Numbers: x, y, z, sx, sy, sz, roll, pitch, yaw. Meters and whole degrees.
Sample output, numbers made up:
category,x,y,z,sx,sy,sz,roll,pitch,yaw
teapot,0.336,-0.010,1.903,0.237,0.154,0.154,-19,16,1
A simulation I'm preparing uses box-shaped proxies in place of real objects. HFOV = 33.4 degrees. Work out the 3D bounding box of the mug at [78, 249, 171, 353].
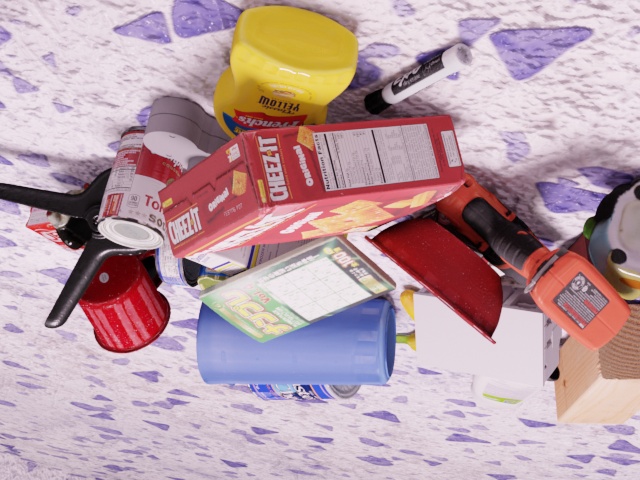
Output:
category,x,y,z,sx,sy,sz,roll,pitch,yaw
mug,-0.215,0.057,1.188,0.093,0.117,0.081,27,152,34

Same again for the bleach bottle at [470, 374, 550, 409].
category,x,y,z,sx,sy,sz,roll,pitch,yaw
bleach bottle,0.248,0.188,1.465,0.102,0.068,0.251,14,160,2

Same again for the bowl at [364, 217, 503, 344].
category,x,y,z,sx,sy,sz,roll,pitch,yaw
bowl,0.120,0.028,1.019,0.162,0.055,0.162,40,-179,-1

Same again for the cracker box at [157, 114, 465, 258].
category,x,y,z,sx,sy,sz,roll,pitch,yaw
cracker box,-0.007,-0.044,0.922,0.213,0.072,0.164,-9,170,-34

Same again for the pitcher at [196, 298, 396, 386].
category,x,y,z,sx,sy,sz,roll,pitch,yaw
pitcher,-0.030,0.115,1.356,0.243,0.145,0.149,1,167,12

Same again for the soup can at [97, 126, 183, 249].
category,x,y,z,sx,sy,sz,roll,pitch,yaw
soup can,-0.174,-0.051,1.047,0.068,0.102,0.068,9,157,4

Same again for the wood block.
category,x,y,z,sx,sy,sz,roll,pitch,yaw
wood block,0.350,0.153,1.289,0.090,0.091,0.206,1,157,-2

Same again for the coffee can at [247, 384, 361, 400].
category,x,y,z,sx,sy,sz,roll,pitch,yaw
coffee can,-0.023,0.172,1.492,0.141,0.103,0.102,-7,151,36

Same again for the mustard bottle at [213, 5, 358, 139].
category,x,y,z,sx,sy,sz,roll,pitch,yaw
mustard bottle,-0.039,-0.119,0.887,0.096,0.058,0.192,10,158,-12

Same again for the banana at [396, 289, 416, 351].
category,x,y,z,sx,sy,sz,roll,pitch,yaw
banana,0.132,0.112,1.371,0.069,0.037,0.198,8,157,5

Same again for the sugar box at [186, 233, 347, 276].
category,x,y,z,sx,sy,sz,roll,pitch,yaw
sugar box,-0.058,0.001,1.129,0.176,0.093,0.048,24,153,-26

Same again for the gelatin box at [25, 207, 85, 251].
category,x,y,z,sx,sy,sz,roll,pitch,yaw
gelatin box,-0.293,-0.017,1.268,0.089,0.030,0.073,-8,151,36

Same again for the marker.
category,x,y,z,sx,sy,sz,roll,pitch,yaw
marker,0.075,-0.128,0.865,0.020,0.020,0.121,24,154,-29

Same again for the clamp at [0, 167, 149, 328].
category,x,y,z,sx,sy,sz,roll,pitch,yaw
clamp,-0.238,-0.026,1.119,0.210,0.164,0.036,-31,-177,3

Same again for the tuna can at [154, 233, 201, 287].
category,x,y,z,sx,sy,sz,roll,pitch,yaw
tuna can,-0.153,0.009,1.195,0.034,0.086,0.086,6,156,15

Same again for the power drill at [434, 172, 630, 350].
category,x,y,z,sx,sy,sz,roll,pitch,yaw
power drill,0.201,0.026,0.991,0.184,0.057,0.188,37,-175,-33
